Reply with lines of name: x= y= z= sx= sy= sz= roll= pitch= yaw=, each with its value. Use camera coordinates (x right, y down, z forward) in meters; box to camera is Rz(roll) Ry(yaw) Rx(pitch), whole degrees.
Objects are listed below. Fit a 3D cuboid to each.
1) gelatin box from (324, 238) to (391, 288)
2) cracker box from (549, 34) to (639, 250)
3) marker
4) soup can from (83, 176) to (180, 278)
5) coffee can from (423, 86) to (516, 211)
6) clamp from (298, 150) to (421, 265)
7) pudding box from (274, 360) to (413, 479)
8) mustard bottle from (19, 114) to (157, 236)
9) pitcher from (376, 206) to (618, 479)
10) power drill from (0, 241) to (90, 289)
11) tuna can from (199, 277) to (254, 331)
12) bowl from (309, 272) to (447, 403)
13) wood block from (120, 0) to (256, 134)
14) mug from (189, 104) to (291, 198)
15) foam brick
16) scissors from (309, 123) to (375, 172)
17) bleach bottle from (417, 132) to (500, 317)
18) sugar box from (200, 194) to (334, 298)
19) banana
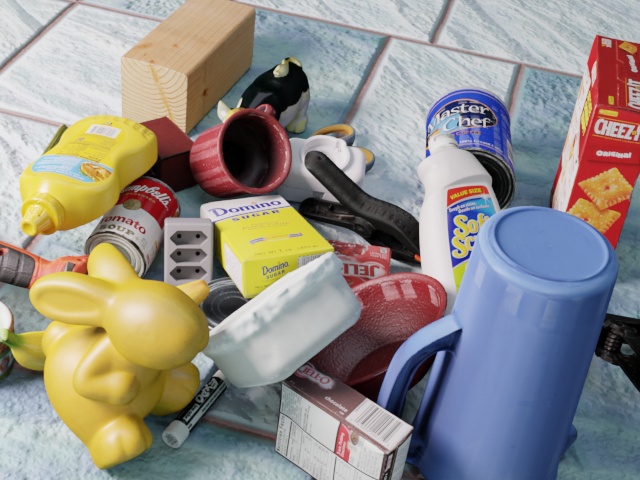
gelatin box: x=0.027 y=0.034 z=1.101 sx=0.089 sy=0.030 sz=0.073 roll=8 pitch=38 yaw=2
cracker box: x=0.303 y=-0.087 z=1.151 sx=0.072 sy=0.214 sz=0.164 roll=12 pitch=38 yaw=5
marker: x=-0.101 y=0.139 z=0.953 sx=0.020 sy=0.020 sz=0.121 roll=22 pitch=40 yaw=18
soup can: x=-0.192 y=-0.010 z=1.091 sx=0.068 sy=0.068 sz=0.102 roll=13 pitch=39 yaw=8
coffee can: x=0.172 y=-0.101 z=1.239 sx=0.103 sy=0.103 sz=0.140 roll=8 pitch=38 yaw=1
clamp: x=0.047 y=-0.031 z=1.126 sx=0.172 sy=0.120 sz=0.039 roll=25 pitch=69 yaw=18
pudding box: x=0.016 y=0.164 z=0.882 sx=0.114 sy=0.090 sz=0.039 roll=31 pitch=45 yaw=27
mustard bottle: x=-0.241 y=-0.060 z=1.056 sx=0.096 sy=0.058 sz=0.191 roll=13 pitch=34 yaw=12
pitcher: x=0.146 y=0.096 z=0.865 sx=0.145 sy=0.243 sz=0.149 roll=28 pitch=42 yaw=23
power drill: x=-0.303 y=0.015 z=1.015 sx=0.187 sy=0.057 sz=0.184 roll=17 pitch=4 yaw=0
tuna can: x=-0.083 y=0.074 z=1.028 sx=0.086 sy=0.034 sz=0.086 roll=4 pitch=38 yaw=-4
bowl: x=0.050 y=0.098 z=0.968 sx=0.162 sy=0.055 sz=0.162 roll=-24 pitch=25 yaw=12
wood block: x=-0.164 y=-0.227 z=1.357 sx=0.090 sy=0.091 sz=0.205 roll=17 pitch=38 yaw=12
mug: x=-0.087 y=-0.101 z=1.174 sx=0.093 sy=0.082 sz=0.117 roll=35 pitch=66 yaw=-26
foam brick: x=-0.179 y=-0.097 z=1.218 sx=0.051 sy=0.053 sz=0.078 roll=-20 pitch=45 yaw=-31
scissors: x=-0.015 y=-0.083 z=1.256 sx=0.096 sy=0.016 sz=0.201 roll=32 pitch=48 yaw=24
bleach bottle: x=0.139 y=-0.004 z=1.078 sx=0.102 sy=0.068 sz=0.251 roll=2 pitch=56 yaw=-17
sugar box: x=-0.057 y=0.001 z=1.078 sx=0.093 sy=0.048 sz=0.176 roll=-8 pitch=24 yaw=-18
banana: x=-0.195 y=0.082 z=0.973 sx=0.197 sy=0.070 sz=0.037 roll=-16 pitch=71 yaw=-27
